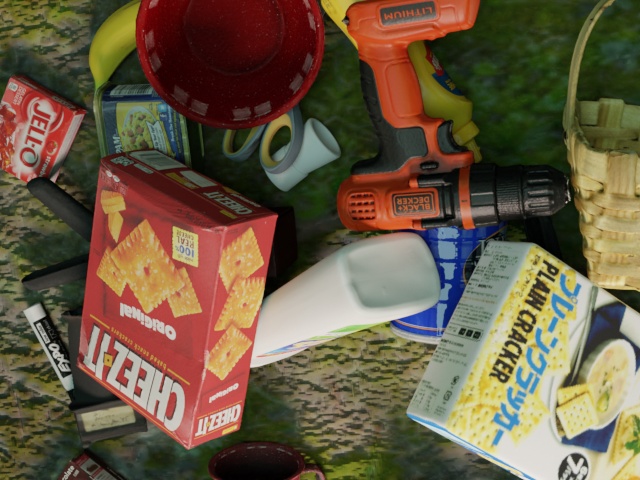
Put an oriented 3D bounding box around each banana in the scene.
[{"bbox_3d":[-0.141,-0.198,0.982,0.198,0.037,0.069,-23,125,18],"label":"banana"}]

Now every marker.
[{"bbox_3d":[-0.264,0.120,1.077,0.020,0.020,0.121,-25,96,15],"label":"marker"}]

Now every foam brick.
[{"bbox_3d":[-0.056,0.001,0.980,0.053,0.078,0.051,-3,101,15],"label":"foam brick"}]

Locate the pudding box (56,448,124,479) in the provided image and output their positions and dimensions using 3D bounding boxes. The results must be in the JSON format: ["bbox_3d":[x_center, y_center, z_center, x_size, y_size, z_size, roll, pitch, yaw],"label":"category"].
[{"bbox_3d":[-0.242,0.285,1.095,0.090,0.039,0.114,37,106,3],"label":"pudding box"}]

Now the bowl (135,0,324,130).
[{"bbox_3d":[-0.077,-0.181,0.928,0.162,0.055,0.162,0,113,0],"label":"bowl"}]

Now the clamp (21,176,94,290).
[{"bbox_3d":[-0.212,0.017,1.033,0.171,0.039,0.120,21,123,1],"label":"clamp"}]

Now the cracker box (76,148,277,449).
[{"bbox_3d":[-0.132,0.047,0.930,0.164,0.071,0.214,28,117,34],"label":"cracker box"}]

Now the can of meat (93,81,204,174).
[{"bbox_3d":[-0.156,-0.096,0.986,0.084,0.057,0.102,0,113,10],"label":"can of meat"}]

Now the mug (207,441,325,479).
[{"bbox_3d":[-0.049,0.249,1.030,0.117,0.093,0.081,-8,107,-23],"label":"mug"}]

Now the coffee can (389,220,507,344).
[{"bbox_3d":[0.112,0.010,0.932,0.103,0.102,0.140,2,101,11],"label":"coffee can"}]

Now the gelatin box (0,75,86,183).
[{"bbox_3d":[-0.278,-0.104,1.030,0.073,0.030,0.089,29,106,4],"label":"gelatin box"}]

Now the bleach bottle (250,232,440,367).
[{"bbox_3d":[-0.010,0.065,0.940,0.251,0.102,0.068,-31,72,52],"label":"bleach bottle"}]

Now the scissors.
[{"bbox_3d":[-0.018,-0.144,0.955,0.202,0.016,0.096,-52,54,17],"label":"scissors"}]

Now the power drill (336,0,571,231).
[{"bbox_3d":[0.095,-0.100,0.831,0.184,0.057,0.188,-4,98,15],"label":"power drill"}]

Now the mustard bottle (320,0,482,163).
[{"bbox_3d":[0.077,-0.143,0.912,0.058,0.096,0.191,-34,92,13],"label":"mustard bottle"}]
